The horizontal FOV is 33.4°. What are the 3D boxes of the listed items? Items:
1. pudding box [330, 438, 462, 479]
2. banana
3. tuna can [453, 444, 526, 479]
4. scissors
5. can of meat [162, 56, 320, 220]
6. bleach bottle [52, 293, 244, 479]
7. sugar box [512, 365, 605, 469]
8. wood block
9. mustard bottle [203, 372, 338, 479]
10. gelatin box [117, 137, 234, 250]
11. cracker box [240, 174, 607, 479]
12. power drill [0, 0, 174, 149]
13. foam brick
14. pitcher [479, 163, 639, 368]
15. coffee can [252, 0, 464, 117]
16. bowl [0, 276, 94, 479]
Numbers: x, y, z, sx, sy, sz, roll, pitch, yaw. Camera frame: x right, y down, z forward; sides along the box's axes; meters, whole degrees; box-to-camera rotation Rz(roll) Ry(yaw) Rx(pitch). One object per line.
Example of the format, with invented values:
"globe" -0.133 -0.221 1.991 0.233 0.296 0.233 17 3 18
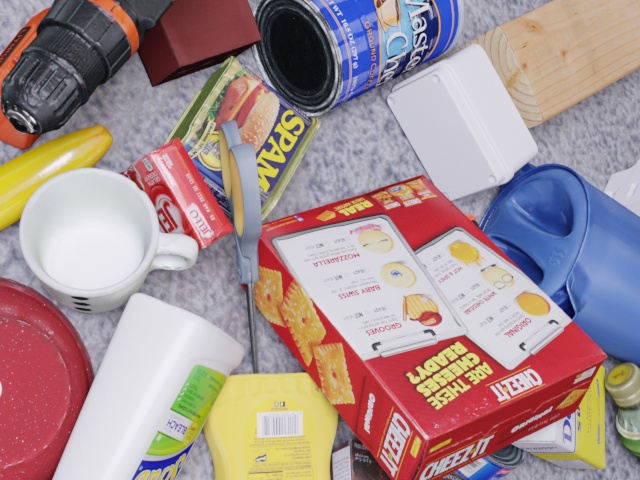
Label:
"pudding box" 0.059 0.206 0.806 0.113 0.039 0.090 16 54 -28
"banana" -0.216 -0.018 0.676 0.197 0.070 0.037 -40 111 -41
"tuna can" 0.121 0.152 0.849 0.086 0.034 0.086 33 29 -22
"scissors" -0.055 0.001 0.751 0.016 0.202 0.096 -9 49 -11
"can of meat" -0.061 -0.073 0.793 0.084 0.058 0.102 37 63 -18
"bleach bottle" -0.135 0.164 0.679 0.068 0.102 0.251 20 78 19
"sugar box" 0.194 0.130 0.866 0.176 0.048 0.093 36 54 -61
"wood block" 0.217 -0.171 0.968 0.205 0.091 0.090 -30 96 -33
"mustard bottle" -0.033 0.191 0.751 0.096 0.058 0.191 1 79 -19
"gelatin box" -0.107 -0.023 0.733 0.030 0.089 0.073 -34 98 -32
"cracker box" 0.067 0.057 0.764 0.163 0.072 0.214 -18 50 -30
"power drill" -0.156 -0.117 0.663 0.057 0.188 0.184 43 59 -19
"foam brick" -0.093 -0.155 0.792 0.078 0.053 0.051 -26 94 -32
"pitcher" 0.257 0.032 0.938 0.242 0.145 0.149 25 79 -30
"coffee can" 0.030 -0.170 0.842 0.140 0.103 0.103 -30 96 -33
"bowl" -0.209 0.096 0.664 0.161 0.055 0.162 8 75 -31
